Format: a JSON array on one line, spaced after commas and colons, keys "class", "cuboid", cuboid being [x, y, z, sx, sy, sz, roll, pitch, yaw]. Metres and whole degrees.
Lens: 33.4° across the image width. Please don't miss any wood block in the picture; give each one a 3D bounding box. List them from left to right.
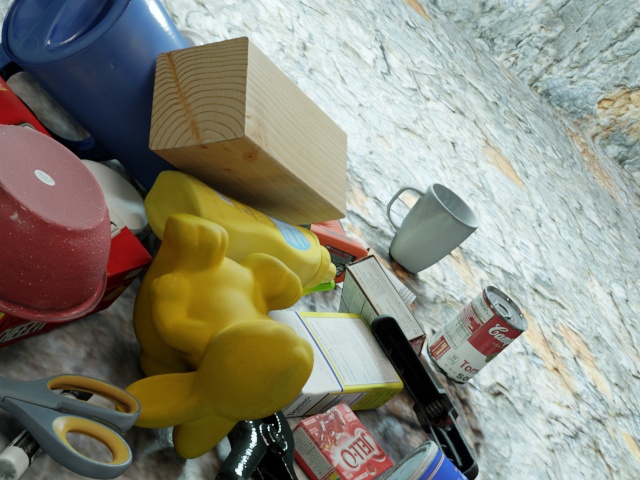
[{"class": "wood block", "cuboid": [-0.056, -0.087, 0.944, 0.205, 0.090, 0.091, 35, 53, -60]}]

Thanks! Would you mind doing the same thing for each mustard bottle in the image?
[{"class": "mustard bottle", "cuboid": [-0.056, 0.002, 0.931, 0.191, 0.058, 0.096, 24, 10, -41]}]

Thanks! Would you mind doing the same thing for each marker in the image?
[{"class": "marker", "cuboid": [-0.180, 0.122, 0.705, 0.020, 0.020, 0.121, 42, 22, -4]}]

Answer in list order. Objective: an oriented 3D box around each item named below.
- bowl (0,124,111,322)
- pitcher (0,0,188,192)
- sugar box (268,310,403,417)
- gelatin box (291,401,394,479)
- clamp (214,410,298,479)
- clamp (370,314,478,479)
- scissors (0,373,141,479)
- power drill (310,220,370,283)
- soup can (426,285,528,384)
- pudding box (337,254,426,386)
[{"class": "bowl", "cuboid": [-0.196, -0.025, 0.708, 0.162, 0.055, 0.162, 35, 27, -21]}, {"class": "pitcher", "cuboid": [-0.175, -0.131, 0.969, 0.242, 0.149, 0.145, 55, 47, -50]}, {"class": "sugar box", "cuboid": [-0.001, 0.114, 0.996, 0.175, 0.048, 0.093, 6, 46, -53]}, {"class": "gelatin box", "cuboid": [0.017, 0.183, 0.922, 0.073, 0.030, 0.089, 51, 23, 16]}, {"class": "clamp", "cuboid": [-0.051, 0.161, 0.823, 0.120, 0.039, 0.171, 50, 10, -42]}, {"class": "clamp", "cuboid": [0.103, 0.152, 1.008, 0.164, 0.036, 0.210, 62, 3, 14]}, {"class": "scissors", "cuboid": [-0.199, 0.106, 0.665, 0.201, 0.016, 0.096, 14, 28, -36]}, {"class": "power drill", "cuboid": [-0.032, -0.046, 1.211, 0.184, 0.057, 0.188, 21, 32, -38]}, {"class": "soup can", "cuboid": [0.181, 0.110, 1.239, 0.068, 0.102, 0.068, 36, 23, -19]}, {"class": "pudding box", "cuboid": [0.062, 0.085, 1.095, 0.039, 0.090, 0.113, -20, 57, -22]}]
